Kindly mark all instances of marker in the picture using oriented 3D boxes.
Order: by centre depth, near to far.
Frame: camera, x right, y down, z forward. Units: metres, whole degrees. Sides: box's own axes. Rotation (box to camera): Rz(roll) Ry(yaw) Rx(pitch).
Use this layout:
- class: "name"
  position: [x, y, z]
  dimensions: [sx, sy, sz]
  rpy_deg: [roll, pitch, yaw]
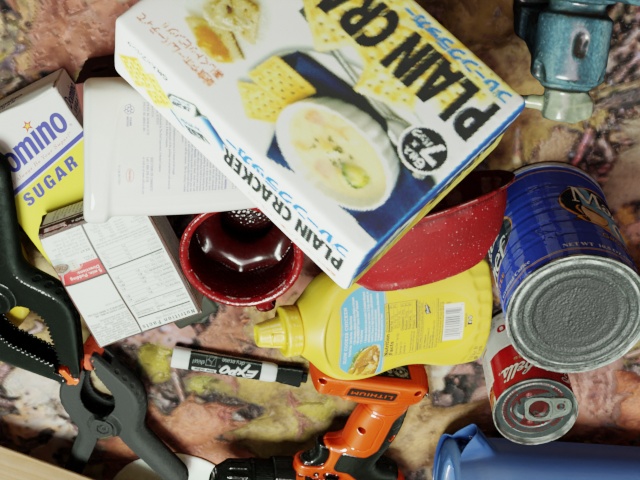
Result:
- class: "marker"
  position: [-0.071, 0.112, 0.942]
  dimensions: [0.121, 0.020, 0.020]
  rpy_deg: [10, 121, -6]

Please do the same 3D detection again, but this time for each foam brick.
- class: "foam brick"
  position: [-0.135, -0.108, 0.787]
  dimensions: [0.078, 0.053, 0.051]
  rpy_deg: [-10, 121, 5]

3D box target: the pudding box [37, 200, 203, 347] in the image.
- class: "pudding box"
  position: [-0.152, 0.019, 0.820]
  dimensions: [0.090, 0.039, 0.113]
  rpy_deg: [-19, 120, 7]

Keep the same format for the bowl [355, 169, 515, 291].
- class: "bowl"
  position: [0.069, -0.003, 0.782]
  dimensions: [0.162, 0.162, 0.055]
  rpy_deg: [-14, 100, 9]

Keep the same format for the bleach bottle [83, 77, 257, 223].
- class: "bleach bottle"
  position: [-0.039, -0.063, 0.752]
  dimensions: [0.250, 0.068, 0.102]
  rpy_deg: [0, 104, -12]

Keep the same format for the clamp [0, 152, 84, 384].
- class: "clamp"
  position: [-0.250, 0.032, 0.838]
  dimensions: [0.165, 0.036, 0.210]
  rpy_deg: [-33, 117, 21]

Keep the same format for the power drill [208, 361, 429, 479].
- class: "power drill"
  position: [0.005, 0.171, 0.944]
  dimensions: [0.184, 0.057, 0.188]
  rpy_deg: [6, 127, -16]

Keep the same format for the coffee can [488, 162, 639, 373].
- class: "coffee can"
  position: [0.181, 0.017, 0.810]
  dimensions: [0.103, 0.140, 0.103]
  rpy_deg: [0, 121, 0]

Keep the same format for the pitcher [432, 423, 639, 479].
- class: "pitcher"
  position: [0.224, 0.252, 0.965]
  dimensions: [0.242, 0.145, 0.149]
  rpy_deg: [2, 153, -4]

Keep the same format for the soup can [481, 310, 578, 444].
- class: "soup can"
  position: [0.171, 0.111, 0.890]
  dimensions: [0.068, 0.102, 0.068]
  rpy_deg: [0, 122, 0]

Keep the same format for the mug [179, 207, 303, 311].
- class: "mug"
  position: [-0.055, 0.001, 0.837]
  dimensions: [0.093, 0.081, 0.117]
  rpy_deg: [-15, 120, 9]

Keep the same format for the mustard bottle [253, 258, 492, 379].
- class: "mustard bottle"
  position: [0.041, 0.062, 0.854]
  dimensions: [0.191, 0.058, 0.096]
  rpy_deg: [-7, 115, -18]

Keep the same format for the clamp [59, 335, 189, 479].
- class: "clamp"
  position: [-0.180, 0.164, 0.962]
  dimensions: [0.120, 0.039, 0.171]
  rpy_deg: [3, 125, 1]

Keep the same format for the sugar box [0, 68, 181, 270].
- class: "sugar box"
  position: [-0.193, -0.036, 0.836]
  dimensions: [0.093, 0.048, 0.176]
  rpy_deg: [-25, 120, 14]
